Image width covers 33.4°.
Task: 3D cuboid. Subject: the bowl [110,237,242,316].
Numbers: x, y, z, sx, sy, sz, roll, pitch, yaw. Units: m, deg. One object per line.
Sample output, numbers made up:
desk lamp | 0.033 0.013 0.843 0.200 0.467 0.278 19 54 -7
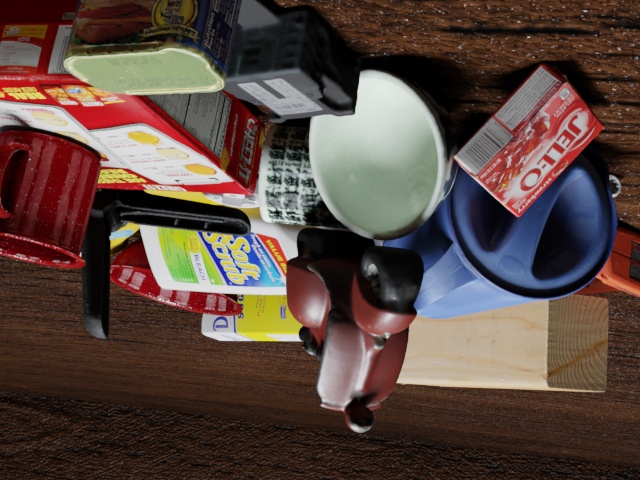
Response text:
bowl | -0.158 0.033 1.190 0.162 0.055 0.162 14 164 4

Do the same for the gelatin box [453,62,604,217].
gelatin box | 0.144 -0.067 0.728 0.073 0.089 0.030 32 -166 -51

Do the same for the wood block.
wood block | 0.170 0.100 1.050 0.090 0.090 0.207 10 170 -38

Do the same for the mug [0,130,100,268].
mug | -0.214 -0.034 0.784 0.093 0.081 0.117 8 166 15

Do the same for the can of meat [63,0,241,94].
can of meat | -0.096 -0.135 0.628 0.102 0.084 0.057 1 162 26

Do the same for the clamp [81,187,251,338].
clamp | -0.187 -0.016 0.912 0.210 0.164 0.036 33 150 25

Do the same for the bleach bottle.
bleach bottle | -0.057 0.001 1.011 0.251 0.102 0.067 0 -159 37

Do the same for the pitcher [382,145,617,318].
pitcher | 0.123 0.005 0.887 0.149 0.145 0.243 9 167 -11

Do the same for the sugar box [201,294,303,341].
sugar box | -0.066 0.074 1.302 0.177 0.093 0.048 -4 159 37

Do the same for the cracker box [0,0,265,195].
cracker box | -0.159 -0.103 0.794 0.164 0.072 0.213 4 164 23
